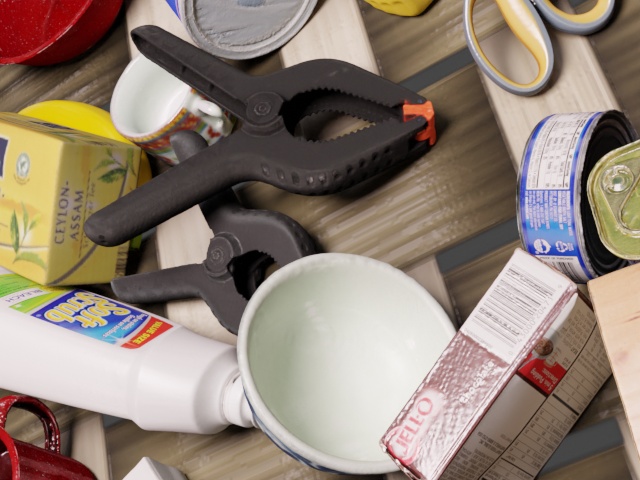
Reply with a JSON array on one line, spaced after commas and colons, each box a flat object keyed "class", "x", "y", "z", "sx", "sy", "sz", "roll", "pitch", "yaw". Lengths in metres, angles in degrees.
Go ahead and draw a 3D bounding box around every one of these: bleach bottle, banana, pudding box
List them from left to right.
[{"class": "banana", "x": -0.176, "y": -0.067, "z": 0.788, "sx": 0.198, "sy": 0.037, "sz": 0.069, "roll": 36, "pitch": 89, "yaw": 40}, {"class": "bleach bottle", "x": -0.131, "y": 0.070, "z": 0.661, "sx": 0.251, "sy": 0.102, "sz": 0.068, "roll": 10, "pitch": 102, "yaw": 31}, {"class": "pudding box", "x": 0.089, "y": 0.072, "z": 0.503, "sx": 0.039, "sy": 0.090, "sz": 0.113, "roll": 38, "pitch": 90, "yaw": 39}]

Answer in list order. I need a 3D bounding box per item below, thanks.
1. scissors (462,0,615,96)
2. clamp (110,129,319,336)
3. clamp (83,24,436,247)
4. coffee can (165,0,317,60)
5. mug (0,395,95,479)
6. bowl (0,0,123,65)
[{"class": "scissors", "x": 0.098, "y": -0.182, "z": 0.612, "sx": 0.096, "sy": 0.016, "sz": 0.202, "roll": -22, "pitch": 87, "yaw": 6}, {"class": "clamp", "x": -0.054, "y": 0.001, "z": 0.661, "sx": 0.172, "sy": 0.039, "sz": 0.120, "roll": 17, "pitch": 98, "yaw": 32}, {"class": "clamp", "x": -0.038, "y": -0.060, "z": 0.643, "sx": 0.210, "sy": 0.036, "sz": 0.164, "roll": 6, "pitch": 61, "yaw": 13}, {"class": "coffee can", "x": -0.075, "y": -0.206, "z": 0.745, "sx": 0.103, "sy": 0.102, "sz": 0.140, "roll": -43, "pitch": 50, "yaw": 9}, {"class": "mug", "x": -0.189, "y": 0.154, "z": 0.657, "sx": 0.093, "sy": 0.081, "sz": 0.117, "roll": -12, "pitch": 61, "yaw": 29}, {"class": "bowl", "x": -0.211, "y": -0.201, "z": 0.866, "sx": 0.162, "sy": 0.055, "sz": 0.162, "roll": -15, "pitch": 60, "yaw": 28}]
